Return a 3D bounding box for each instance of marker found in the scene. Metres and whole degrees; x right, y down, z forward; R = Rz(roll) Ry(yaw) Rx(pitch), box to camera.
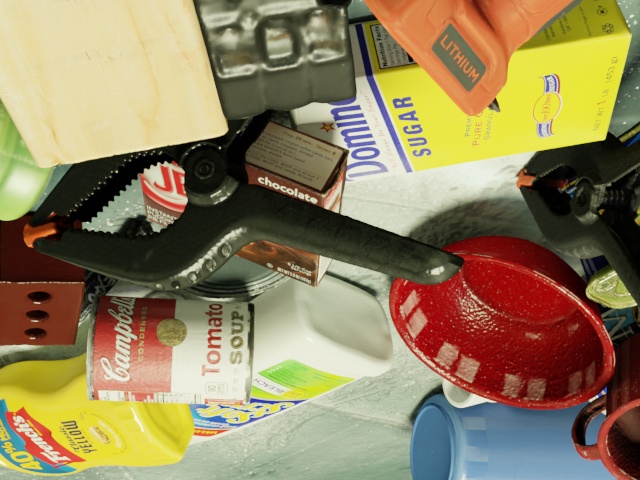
[{"bbox_3d":[-0.142,0.024,0.696,0.020,0.020,0.121,14,140,-34],"label":"marker"}]

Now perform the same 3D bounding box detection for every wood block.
[{"bbox_3d":[-0.100,-0.130,0.406,0.090,0.091,0.206,-11,148,0],"label":"wood block"}]

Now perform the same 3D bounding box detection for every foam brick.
[{"bbox_3d":[-0.175,0.025,0.657,0.053,0.051,0.078,0,146,-18],"label":"foam brick"}]

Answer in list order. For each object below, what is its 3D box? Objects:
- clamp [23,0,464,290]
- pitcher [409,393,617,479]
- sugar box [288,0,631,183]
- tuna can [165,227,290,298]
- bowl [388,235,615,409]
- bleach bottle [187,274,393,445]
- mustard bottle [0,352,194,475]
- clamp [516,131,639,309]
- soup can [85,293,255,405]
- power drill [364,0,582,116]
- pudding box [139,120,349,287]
[{"bbox_3d":[-0.047,-0.042,0.515,0.210,0.164,0.036,-12,168,14],"label":"clamp"},{"bbox_3d":[0.207,0.202,0.994,0.242,0.145,0.149,5,124,-19],"label":"pitcher"},{"bbox_3d":[0.070,-0.081,0.578,0.176,0.048,0.093,-12,148,-1],"label":"sugar box"},{"bbox_3d":[-0.054,0.001,0.674,0.086,0.034,0.086,-8,147,-5],"label":"tuna can"},{"bbox_3d":[0.132,0.048,0.749,0.162,0.055,0.162,19,143,15],"label":"bowl"},{"bbox_3d":[-0.069,0.111,0.814,0.102,0.068,0.251,24,135,-39],"label":"bleach bottle"},{"bbox_3d":[-0.194,0.130,0.783,0.192,0.058,0.096,-12,124,26],"label":"mustard bottle"},{"bbox_3d":[0.172,-0.033,0.618,0.039,0.172,0.120,10,106,-25],"label":"clamp"},{"bbox_3d":[-0.095,0.070,0.683,0.102,0.068,0.068,3,146,-5],"label":"soup can"},{"bbox_3d":[0.102,-0.147,0.440,0.188,0.057,0.184,-36,146,13],"label":"power drill"},{"bbox_3d":[-0.043,-0.030,0.581,0.113,0.039,0.090,20,149,10],"label":"pudding box"}]
